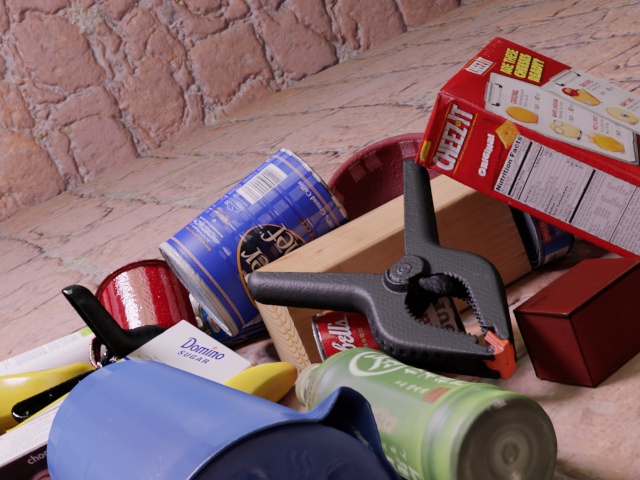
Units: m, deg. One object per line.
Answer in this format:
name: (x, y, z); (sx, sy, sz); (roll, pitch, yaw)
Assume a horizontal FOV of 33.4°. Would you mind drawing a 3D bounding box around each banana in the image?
banana: (-0.050, 0.122, 0.763); (0.069, 0.037, 0.198); (-4, 6, -1)

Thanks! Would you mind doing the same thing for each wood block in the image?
wood block: (0.056, 0.027, 0.880); (0.205, 0.091, 0.090); (-27, 15, -17)

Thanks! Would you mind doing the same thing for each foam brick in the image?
foam brick: (0.174, 0.051, 0.690); (0.078, 0.051, 0.053); (-30, 15, -28)

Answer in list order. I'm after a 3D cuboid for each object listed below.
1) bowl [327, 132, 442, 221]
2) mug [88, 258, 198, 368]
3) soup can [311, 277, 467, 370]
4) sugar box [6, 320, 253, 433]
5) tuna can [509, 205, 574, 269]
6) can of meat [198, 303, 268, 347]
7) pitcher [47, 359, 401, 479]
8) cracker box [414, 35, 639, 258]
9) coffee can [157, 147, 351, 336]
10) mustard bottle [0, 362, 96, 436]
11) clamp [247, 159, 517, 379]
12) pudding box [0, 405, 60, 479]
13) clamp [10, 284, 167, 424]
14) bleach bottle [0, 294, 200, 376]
bowl: (0.084, -0.032, 1.053); (0.162, 0.055, 0.162); (-13, 46, 13)
mug: (-0.167, 0.084, 0.992); (0.117, 0.093, 0.081); (-32, 48, 9)
soup can: (0.053, 0.069, 0.778); (0.102, 0.068, 0.068); (-21, 14, 6)
sugar box: (-0.144, 0.136, 0.832); (0.175, 0.048, 0.093); (-29, 40, -34)
tuna can: (0.175, -0.022, 0.886); (0.033, 0.086, 0.086); (-23, 14, -8)
can of meat: (-0.065, 0.057, 1.033); (0.084, 0.057, 0.102); (-21, 14, 13)
pitcher: (-0.071, 0.145, 0.567); (0.149, 0.145, 0.243); (-19, 12, -25)
cracker box: (0.200, -0.068, 0.817); (0.214, 0.072, 0.164); (25, 32, 13)
coffee can: (-0.056, 0.001, 0.937); (0.140, 0.102, 0.103); (-40, 17, -11)
mustard bottle: (-0.253, 0.144, 0.936); (0.191, 0.058, 0.096); (-8, -24, -10)
clamp: (0.051, 0.035, 0.733); (0.164, 0.036, 0.210); (-33, 42, -8)
pudding box: (-0.183, 0.165, 0.708); (0.113, 0.090, 0.039); (-29, 33, 10)
clamp: (-0.167, 0.095, 0.888); (0.171, 0.120, 0.039); (4, 25, -48)
bleach bottle: (-0.235, 0.119, 1.059); (0.250, 0.068, 0.103); (-25, 12, -17)
